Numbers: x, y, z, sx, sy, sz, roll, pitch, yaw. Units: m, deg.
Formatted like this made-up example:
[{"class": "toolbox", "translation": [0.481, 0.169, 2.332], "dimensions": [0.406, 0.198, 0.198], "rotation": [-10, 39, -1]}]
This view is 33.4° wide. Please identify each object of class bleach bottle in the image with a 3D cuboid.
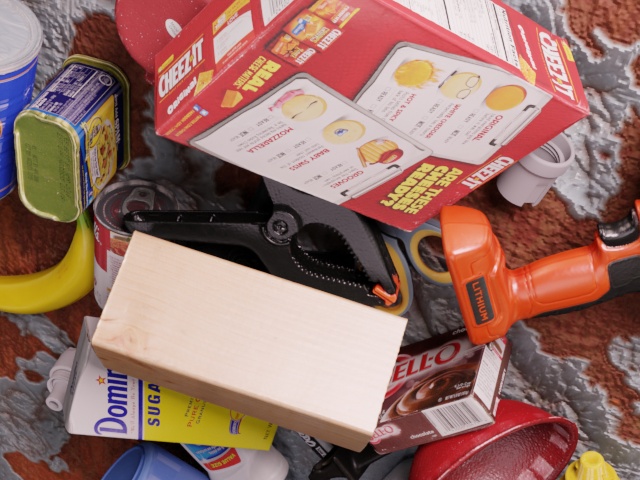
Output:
[{"class": "bleach bottle", "translation": [-0.095, 0.159, 0.982], "dimensions": [0.103, 0.068, 0.250], "rotation": [-14, 123, 32]}]

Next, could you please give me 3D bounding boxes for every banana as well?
[{"class": "banana", "translation": [-0.244, 0.030, 0.958], "dimensions": [0.198, 0.037, 0.069], "rotation": [-31, 94, 36]}]

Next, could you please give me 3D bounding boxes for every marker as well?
[{"class": "marker", "translation": [-0.015, 0.172, 0.986], "dimensions": [0.020, 0.020, 0.121], "rotation": [-25, 114, 36]}]

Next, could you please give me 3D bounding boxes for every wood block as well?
[{"class": "wood block", "translation": [-0.051, 0.077, 0.786], "dimensions": [0.206, 0.090, 0.090], "rotation": [18, 161, 2]}]

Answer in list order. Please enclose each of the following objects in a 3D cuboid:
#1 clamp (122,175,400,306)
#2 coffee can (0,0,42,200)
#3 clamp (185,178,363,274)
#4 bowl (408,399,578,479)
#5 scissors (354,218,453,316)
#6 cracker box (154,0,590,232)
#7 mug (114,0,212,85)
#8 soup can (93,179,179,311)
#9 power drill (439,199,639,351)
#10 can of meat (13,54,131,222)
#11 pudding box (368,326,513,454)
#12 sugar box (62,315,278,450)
[{"class": "clamp", "translation": [-0.026, -0.026, 0.782], "dimensions": [0.210, 0.036, 0.165], "rotation": [29, 118, -1]}, {"class": "coffee can", "translation": [-0.271, -0.108, 0.810], "dimensions": [0.103, 0.102, 0.140], "rotation": [25, 132, 2]}, {"class": "clamp", "translation": [-0.056, 0.001, 0.853], "dimensions": [0.172, 0.039, 0.120], "rotation": [-17, 113, 25]}, {"class": "bowl", "translation": [0.130, 0.181, 0.876], "dimensions": [0.055, 0.161, 0.162], "rotation": [55, 146, 37]}, {"class": "scissors", "translation": [0.052, -0.034, 0.791], "dimensions": [0.096, 0.016, 0.202], "rotation": [-8, 114, 9]}, {"class": "cracker box", "translation": [0.030, -0.096, 0.657], "dimensions": [0.213, 0.072, 0.164], "rotation": [18, 142, -36]}, {"class": "mug", "translation": [-0.090, -0.150, 0.714], "dimensions": [0.093, 0.081, 0.117], "rotation": [35, 132, -7]}, {"class": "soup can", "translation": [-0.153, 0.010, 0.880], "dimensions": [0.068, 0.068, 0.102], "rotation": [18, 132, 8]}, {"class": "power drill", "translation": [0.177, -0.001, 0.705], "dimensions": [0.188, 0.057, 0.184], "rotation": [-10, 131, 12]}, {"class": "can of meat", "translation": [-0.189, -0.076, 0.814], "dimensions": [0.057, 0.083, 0.102], "rotation": [16, 132, 9]}, {"class": "pudding box", "translation": [0.091, 0.116, 0.849], "dimensions": [0.114, 0.090, 0.039], "rotation": [-21, 118, 33]}, {"class": "sugar box", "translation": [-0.116, 0.120, 0.881], "dimensions": [0.176, 0.048, 0.093], "rotation": [7, 116, -22]}]
